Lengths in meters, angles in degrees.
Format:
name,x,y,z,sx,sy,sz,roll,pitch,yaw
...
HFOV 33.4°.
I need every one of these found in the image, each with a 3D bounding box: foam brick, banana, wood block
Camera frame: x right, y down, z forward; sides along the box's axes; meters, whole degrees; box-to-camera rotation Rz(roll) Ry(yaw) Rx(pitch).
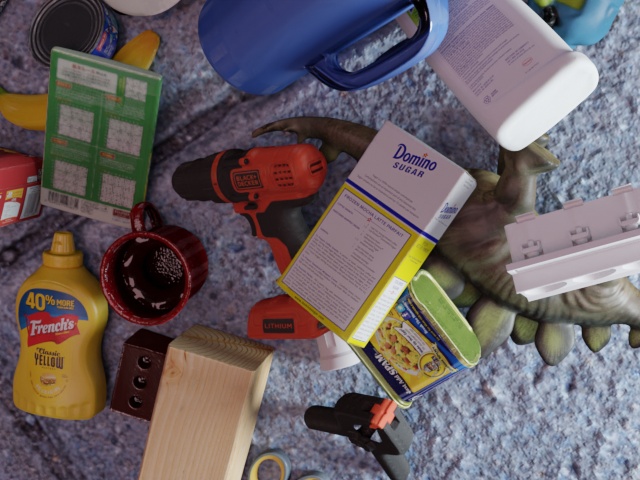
name,x,y,z,sx,sy,sz,roll,pitch,yaw
foam brick,-0.178,0.139,1.100,0.053,0.051,0.078,15,102,8
banana,-0.246,-0.152,1.070,0.198,0.037,0.069,-14,97,14
wood block,-0.121,0.202,1.080,0.091,0.090,0.206,16,102,9

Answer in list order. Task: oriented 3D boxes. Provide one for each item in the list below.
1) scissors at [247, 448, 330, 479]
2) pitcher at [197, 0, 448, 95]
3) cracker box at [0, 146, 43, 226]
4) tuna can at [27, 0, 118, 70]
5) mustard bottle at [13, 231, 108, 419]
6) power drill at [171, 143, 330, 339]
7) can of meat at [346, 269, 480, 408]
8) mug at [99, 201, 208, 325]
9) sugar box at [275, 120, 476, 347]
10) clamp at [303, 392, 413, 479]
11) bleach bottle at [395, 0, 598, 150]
name,x,y,z,sx,sy,sz,roll,pitch,yaw
scissors,-0.076,0.297,1.125,0.202,0.016,0.096,-41,88,16
pitcher,0.003,-0.211,0.915,0.144,0.149,0.243,33,143,-24
cracker box,-0.400,-0.072,1.052,0.214,0.164,0.072,16,101,8
tuna can,-0.241,-0.201,1.045,0.086,0.033,0.086,-6,73,19
mustard bottle,-0.268,0.085,1.107,0.096,0.058,0.192,7,101,16
power drill,-0.057,0.001,1.028,0.185,0.057,0.187,-3,109,42
can of meat,0.082,0.087,0.959,0.084,0.057,0.102,-35,96,29
mug,-0.164,0.019,1.060,0.093,0.081,0.117,-14,97,14
sugar box,0.048,-0.006,0.924,0.093,0.048,0.176,38,94,28
clamp,0.037,0.177,1.020,0.120,0.171,0.039,23,64,10
bleach bottle,0.124,-0.198,0.928,0.103,0.068,0.251,-41,62,14
